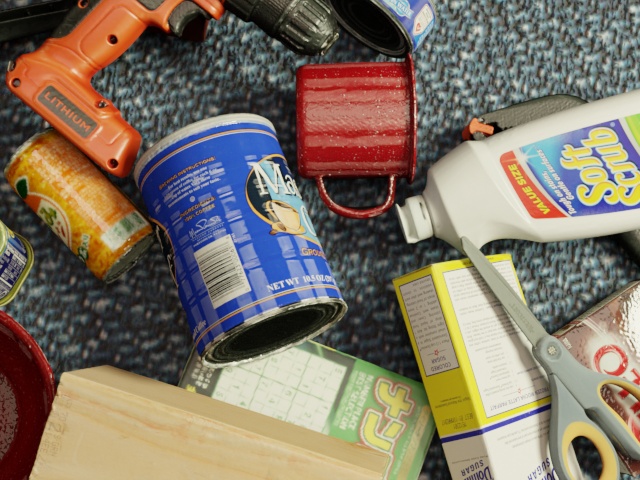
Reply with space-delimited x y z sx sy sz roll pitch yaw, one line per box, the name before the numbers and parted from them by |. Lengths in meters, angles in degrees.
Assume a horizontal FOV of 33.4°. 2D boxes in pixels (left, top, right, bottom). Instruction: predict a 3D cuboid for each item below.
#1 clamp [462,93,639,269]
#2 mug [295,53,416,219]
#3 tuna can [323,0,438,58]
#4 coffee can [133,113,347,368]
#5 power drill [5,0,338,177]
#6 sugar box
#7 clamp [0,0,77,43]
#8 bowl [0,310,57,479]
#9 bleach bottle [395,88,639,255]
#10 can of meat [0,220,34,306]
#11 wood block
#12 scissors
clamp | 0.206 -0.043 0.789 0.210 0.036 0.164 10 82 -2
mug | 0.024 -0.073 0.756 0.081 0.093 0.117 -1 85 0
tuna can | 0.041 -0.171 0.775 0.086 0.086 0.033 36 80 3
coffee can | -0.055 0.001 0.716 0.102 0.103 0.140 -20 72 -8
power drill | -0.106 -0.137 0.728 0.184 0.057 0.187 39 91 0
sugar box | 0.116 0.100 0.731 0.093 0.048 0.176 -7 80 -44
clamp | -0.257 -0.148 0.753 0.120 0.039 0.172 36 107 -25
bowl | -0.252 0.118 0.712 0.162 0.055 0.162 1 80 -3
bleach bottle | 0.178 -0.040 0.739 0.251 0.068 0.102 -17 94 1
can of meat | -0.253 -0.001 0.721 0.102 0.084 0.057 28 78 1
wood block | -0.069 0.154 0.683 0.206 0.091 0.090 16 88 7
scissors | 0.148 0.094 0.714 0.201 0.016 0.096 38 72 -7
